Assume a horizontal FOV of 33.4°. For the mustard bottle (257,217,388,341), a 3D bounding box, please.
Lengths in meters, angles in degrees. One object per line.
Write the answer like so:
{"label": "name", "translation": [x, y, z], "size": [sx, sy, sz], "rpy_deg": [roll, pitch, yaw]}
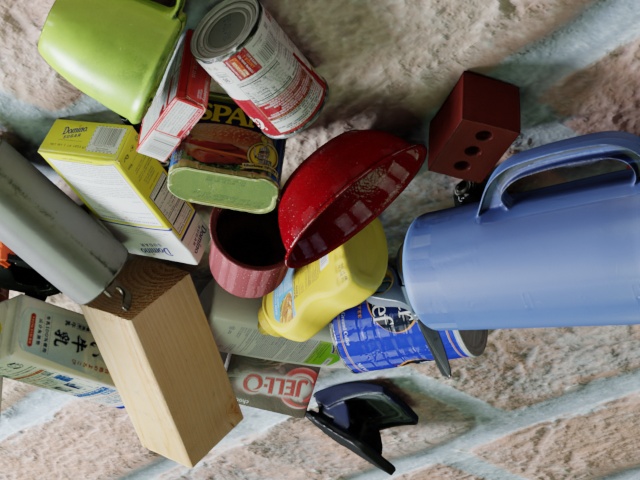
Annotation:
{"label": "mustard bottle", "translation": [-0.008, 0.050, 1.095], "size": [0.058, 0.096, 0.192], "rpy_deg": [23, 139, -26]}

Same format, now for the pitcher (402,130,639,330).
{"label": "pitcher", "translation": [0.193, 0.005, 0.902], "size": [0.243, 0.149, 0.144], "rpy_deg": [-8, 168, 32]}

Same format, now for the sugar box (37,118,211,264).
{"label": "sugar box", "translation": [-0.182, -0.045, 1.025], "size": [0.093, 0.048, 0.176], "rpy_deg": [9, 154, 27]}

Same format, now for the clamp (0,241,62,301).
{"label": "clamp", "translation": [-0.279, 0.039, 1.149], "size": [0.164, 0.036, 0.210], "rpy_deg": [-10, 159, 6]}

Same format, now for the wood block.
{"label": "wood block", "translation": [-0.170, 0.133, 1.163], "size": [0.090, 0.090, 0.206], "rpy_deg": [13, 132, 39]}

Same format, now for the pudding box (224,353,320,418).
{"label": "pudding box", "translation": [-0.060, 0.159, 1.293], "size": [0.113, 0.039, 0.090], "rpy_deg": [15, 101, -10]}

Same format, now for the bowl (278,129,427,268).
{"label": "bowl", "translation": [0.017, -0.047, 0.945], "size": [0.055, 0.161, 0.162], "rpy_deg": [51, 146, 13]}

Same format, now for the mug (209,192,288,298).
{"label": "mug", "translation": [-0.057, 0.001, 1.062], "size": [0.117, 0.093, 0.082], "rpy_deg": [-24, 160, -21]}

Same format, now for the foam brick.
{"label": "foam brick", "translation": [0.129, -0.094, 0.902], "size": [0.053, 0.051, 0.078], "rpy_deg": [13, 146, -11]}

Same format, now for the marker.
{"label": "marker", "translation": [-0.154, -0.085, 0.995], "size": [0.020, 0.020, 0.121], "rpy_deg": [-7, 145, 19]}

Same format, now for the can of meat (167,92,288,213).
{"label": "can of meat", "translation": [-0.080, -0.076, 0.937], "size": [0.102, 0.084, 0.057], "rpy_deg": [9, 147, -4]}

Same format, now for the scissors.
{"label": "scissors", "translation": [0.079, 0.070, 1.027], "size": [0.096, 0.201, 0.016], "rpy_deg": [-20, 126, 20]}

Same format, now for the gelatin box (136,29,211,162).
{"label": "gelatin box", "translation": [-0.119, -0.119, 0.888], "size": [0.030, 0.073, 0.089], "rpy_deg": [21, 144, -23]}

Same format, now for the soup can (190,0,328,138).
{"label": "soup can", "translation": [-0.048, -0.138, 0.852], "size": [0.069, 0.068, 0.102], "rpy_deg": [-14, 141, 29]}

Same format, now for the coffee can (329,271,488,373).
{"label": "coffee can", "translation": [0.094, 0.082, 1.132], "size": [0.140, 0.102, 0.102], "rpy_deg": [-12, 143, 26]}

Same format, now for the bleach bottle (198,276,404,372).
{"label": "bleach bottle", "translation": [-0.019, 0.110, 1.234], "size": [0.250, 0.068, 0.103], "rpy_deg": [16, 146, -18]}
